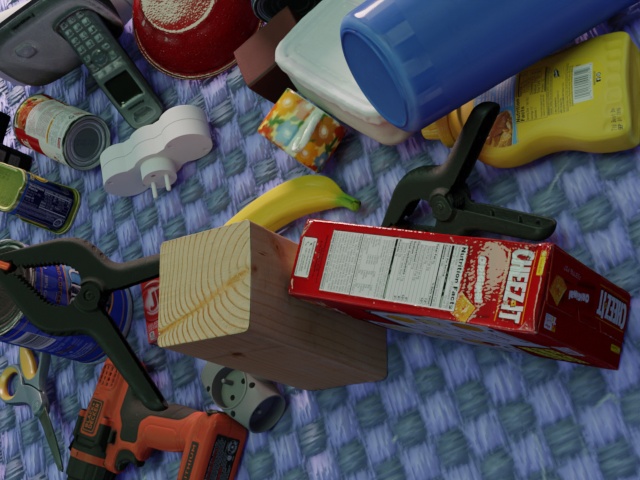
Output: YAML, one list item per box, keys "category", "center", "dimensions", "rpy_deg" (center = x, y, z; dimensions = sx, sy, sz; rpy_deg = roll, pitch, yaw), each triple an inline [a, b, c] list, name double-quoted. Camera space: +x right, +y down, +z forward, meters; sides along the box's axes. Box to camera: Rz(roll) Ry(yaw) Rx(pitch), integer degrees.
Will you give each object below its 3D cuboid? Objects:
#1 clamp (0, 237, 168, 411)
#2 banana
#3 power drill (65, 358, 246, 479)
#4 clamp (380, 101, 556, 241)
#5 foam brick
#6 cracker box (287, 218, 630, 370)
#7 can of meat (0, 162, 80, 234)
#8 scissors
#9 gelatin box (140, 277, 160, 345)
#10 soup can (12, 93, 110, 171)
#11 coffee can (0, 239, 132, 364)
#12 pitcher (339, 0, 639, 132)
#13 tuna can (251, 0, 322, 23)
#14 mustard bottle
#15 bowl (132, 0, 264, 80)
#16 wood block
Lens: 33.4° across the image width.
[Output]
- category: "clamp"
  center: [-0.211, 0.064, 1.005]
  dimensions: [0.210, 0.036, 0.164]
  rpy_deg: [12, 83, 3]
- category: "banana"
  center: [-0.056, -0.012, 1.030]
  dimensions: [0.198, 0.037, 0.069]
  rpy_deg: [-31, 35, 14]
- category: "power drill"
  center: [-0.170, 0.214, 1.033]
  dimensions: [0.188, 0.057, 0.184]
  rpy_deg: [10, 80, 37]
- category: "clamp"
  center: [0.120, -0.027, 0.905]
  dimensions: [0.172, 0.039, 0.120]
  rpy_deg: [-41, 72, 47]
- category: "foam brick"
  center: [-0.039, -0.186, 1.084]
  dimensions: [0.078, 0.052, 0.051]
  rpy_deg: [-37, 57, 18]
- category: "cracker box"
  center: [0.109, 0.040, 0.831]
  dimensions: [0.214, 0.164, 0.072]
  rpy_deg: [7, 80, 36]
- category: "can of meat"
  center: [-0.343, -0.052, 1.230]
  dimensions: [0.102, 0.083, 0.057]
  rpy_deg: [17, 84, 38]
- category: "scissors"
  center: [-0.313, 0.185, 1.150]
  dimensions: [0.096, 0.016, 0.202]
  rpy_deg: [-41, 45, 25]
- category: "gelatin box"
  center: [-0.140, 0.059, 1.083]
  dimensions: [0.089, 0.030, 0.073]
  rpy_deg: [-26, 61, 25]
- category: "soup can"
  center: [-0.299, -0.126, 1.235]
  dimensions: [0.102, 0.068, 0.068]
  rpy_deg: [23, 88, 37]
- category: "coffee can"
  center: [-0.281, 0.066, 1.109]
  dimensions: [0.103, 0.140, 0.103]
  rpy_deg: [-12, 67, 31]
- category: "pitcher"
  center: [0.137, -0.193, 0.866]
  dimensions: [0.242, 0.149, 0.145]
  rpy_deg: [-34, 62, -10]
- category: "tuna can"
  center: [-0.028, -0.251, 1.077]
  dimensions: [0.086, 0.086, 0.034]
  rpy_deg: [-16, 67, 30]
- category: "mustard bottle"
  center: [0.173, -0.111, 0.905]
  dimensions: [0.192, 0.058, 0.096]
  rpy_deg: [-8, 68, 32]
- category: "bowl"
  center: [-0.141, -0.258, 1.148]
  dimensions: [0.162, 0.055, 0.162]
  rpy_deg: [-3, 81, 17]
- category: "wood block"
  center: [-0.034, 0.062, 0.897]
  dimensions: [0.091, 0.205, 0.090]
  rpy_deg: [-13, 67, 30]
